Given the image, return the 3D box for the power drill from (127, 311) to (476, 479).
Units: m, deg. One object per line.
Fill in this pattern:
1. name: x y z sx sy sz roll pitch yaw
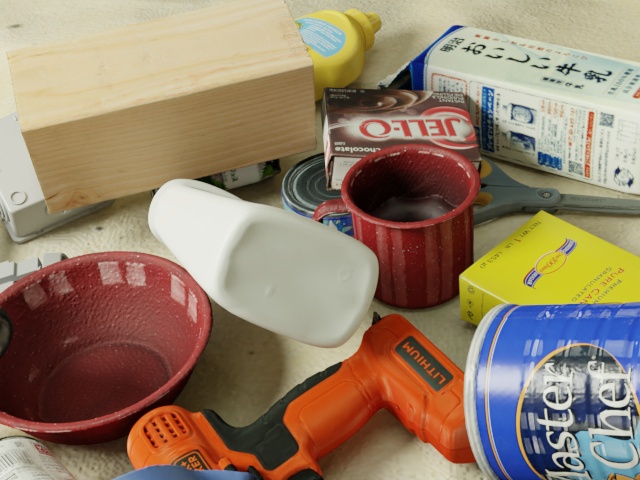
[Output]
1. power drill: 0.005 0.129 0.598 0.187 0.057 0.185 -25 46 -21

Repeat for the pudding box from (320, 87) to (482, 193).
1. pudding box: 0.058 -0.075 0.797 0.113 0.039 0.090 0 39 -3

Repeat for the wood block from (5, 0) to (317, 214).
1. wood block: -0.114 -0.103 0.789 0.206 0.091 0.090 -15 52 -9

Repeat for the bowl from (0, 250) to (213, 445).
1. bowl: -0.145 0.078 0.689 0.162 0.055 0.162 -5 39 4

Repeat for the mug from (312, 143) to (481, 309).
1. mug: 0.052 -0.006 0.735 0.117 0.081 0.093 -5 39 4

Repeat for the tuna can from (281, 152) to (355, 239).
1. tuna can: 0.014 -0.032 0.811 0.086 0.034 0.086 -5 39 4

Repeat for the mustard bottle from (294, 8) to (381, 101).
1. mustard bottle: -0.018 -0.159 0.952 0.191 0.058 0.096 -34 43 -28

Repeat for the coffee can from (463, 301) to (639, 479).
1. coffee can: 0.161 0.082 0.559 0.141 0.103 0.102 -4 35 36

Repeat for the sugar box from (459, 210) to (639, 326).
1. sugar box: 0.183 0.050 0.670 0.176 0.048 0.093 28 51 38

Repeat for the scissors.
1. scissors: 0.161 -0.042 0.810 0.202 0.016 0.096 -5 39 4

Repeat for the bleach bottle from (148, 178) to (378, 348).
1. bleach bottle: -0.055 0.001 0.714 0.102 0.068 0.251 23 1 -21
